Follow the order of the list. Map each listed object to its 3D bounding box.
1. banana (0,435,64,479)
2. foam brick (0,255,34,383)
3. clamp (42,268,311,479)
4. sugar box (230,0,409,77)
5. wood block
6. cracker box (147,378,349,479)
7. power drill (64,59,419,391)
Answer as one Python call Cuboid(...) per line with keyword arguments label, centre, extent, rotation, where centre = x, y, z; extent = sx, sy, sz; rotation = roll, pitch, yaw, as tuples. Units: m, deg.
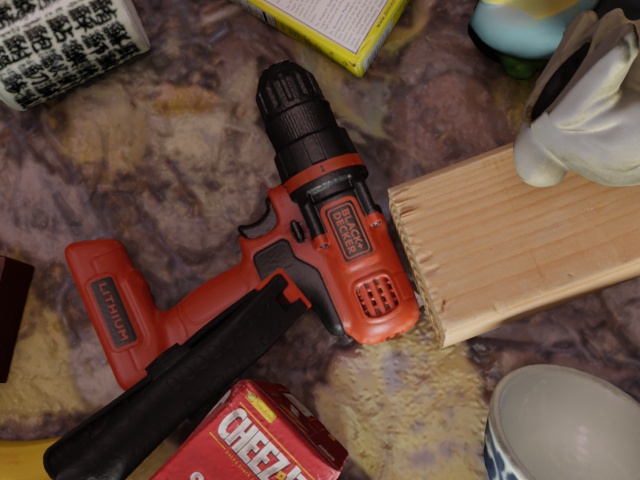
Cuboid(label="banana", centre=(-0.217, 0.121, 0.651), extent=(0.198, 0.037, 0.069), rotation=(8, 81, 7))
Cuboid(label="foam brick", centre=(-0.217, 0.045, 0.656), extent=(0.051, 0.053, 0.078), rotation=(11, 81, 6))
Cuboid(label="clamp", centre=(-0.081, 0.080, 0.573), extent=(0.171, 0.120, 0.039), rotation=(-38, 103, -26))
Cuboid(label="sugar box", centre=(-0.026, -0.188, 0.676), extent=(0.176, 0.048, 0.093), rotation=(32, 89, 6))
Cuboid(label="wood block", centre=(0.151, -0.017, 0.620), extent=(0.206, 0.090, 0.091), rotation=(-20, 78, 1))
Cuboid(label="cracker box", centre=(-0.084, 0.169, 0.568), extent=(0.213, 0.164, 0.072), rotation=(-44, 82, -4))
Cuboid(label="power drill", centre=(-0.054, 0.001, 0.648), extent=(0.187, 0.057, 0.184), rotation=(-24, 79, 0))
